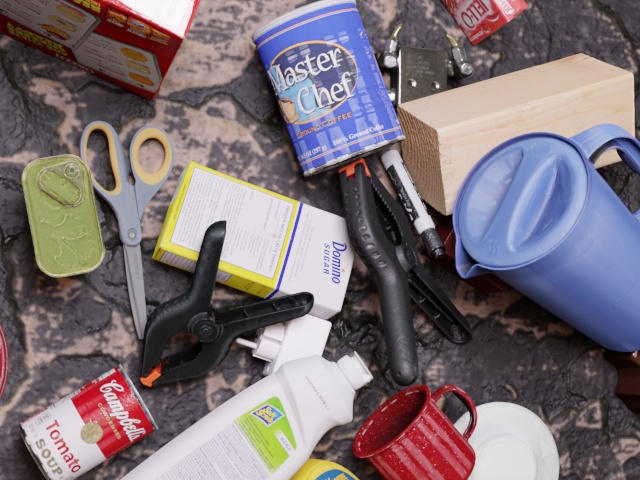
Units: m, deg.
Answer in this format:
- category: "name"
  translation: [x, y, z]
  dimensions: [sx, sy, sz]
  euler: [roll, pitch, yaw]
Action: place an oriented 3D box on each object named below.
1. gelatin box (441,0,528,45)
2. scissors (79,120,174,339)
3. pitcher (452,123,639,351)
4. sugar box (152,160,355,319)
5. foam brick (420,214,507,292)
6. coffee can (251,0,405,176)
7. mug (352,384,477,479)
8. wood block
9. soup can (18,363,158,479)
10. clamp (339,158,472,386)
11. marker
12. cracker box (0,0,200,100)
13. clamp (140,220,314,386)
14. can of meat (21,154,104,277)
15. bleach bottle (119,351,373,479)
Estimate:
- category: "gelatin box"
  translation: [0.154, -0.237, 1.043]
  dimensions: [0.030, 0.089, 0.073]
  euler: [-39, 96, -14]
- category: "scissors"
  translation: [-0.160, -0.019, 0.986]
  dimensions: [0.096, 0.016, 0.202]
  euler: [-24, 100, -23]
- category: "pitcher"
  translation: [0.247, 0.006, 0.983]
  dimensions: [0.242, 0.149, 0.145]
  euler: [34, 60, -41]
- category: "sugar box"
  translation: [-0.057, 0.001, 0.989]
  dimensions: [0.176, 0.048, 0.093]
  euler: [22, 67, -14]
- category: "foam brick"
  translation: [0.150, 0.009, 1.044]
  dimensions: [0.078, 0.051, 0.053]
  euler: [33, 78, -10]
- category: "coffee can"
  translation: [0.007, -0.142, 0.993]
  dimensions: [0.102, 0.103, 0.140]
  euler: [-21, 91, -15]
- category: "mug"
  translation: [0.099, 0.188, 1.000]
  dimensions: [0.117, 0.093, 0.081]
  euler: [-44, 102, -12]
- category: "wood block"
  translation: [0.189, -0.104, 1.029]
  dimensions: [0.205, 0.091, 0.090]
  euler: [-17, 116, -15]
- category: "soup can"
  translation: [-0.203, 0.163, 0.936]
  dimensions: [0.102, 0.069, 0.068]
  euler: [-30, 94, -13]
- category: "clamp"
  translation: [0.075, 0.024, 0.998]
  dimensions: [0.036, 0.164, 0.210]
  euler: [-25, 81, 27]
- category: "marker"
  translation: [0.089, -0.034, 1.021]
  dimensions: [0.020, 0.020, 0.121]
  euler: [-16, 62, -15]
- category: "cracker box"
  translation: [-0.190, -0.202, 0.890]
  dimensions: [0.164, 0.214, 0.072]
  euler: [24, 79, -12]
- category: "clamp"
  translation: [-0.091, 0.073, 0.953]
  dimensions: [0.120, 0.039, 0.172]
  euler: [35, 112, -13]
- category: "can of meat"
  translation: [-0.226, -0.018, 0.935]
  dimensions: [0.057, 0.084, 0.102]
  euler: [-11, 89, -15]
- category: "bleach bottle"
  translation: [-0.059, 0.188, 0.943]
  dimensions: [0.251, 0.068, 0.102]
  euler: [-35, 94, 0]
